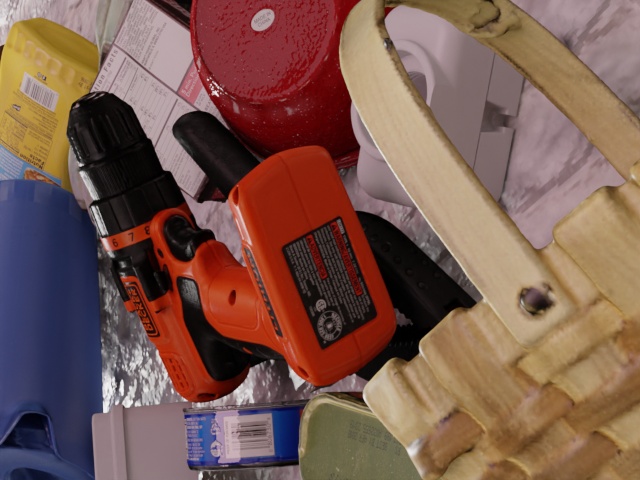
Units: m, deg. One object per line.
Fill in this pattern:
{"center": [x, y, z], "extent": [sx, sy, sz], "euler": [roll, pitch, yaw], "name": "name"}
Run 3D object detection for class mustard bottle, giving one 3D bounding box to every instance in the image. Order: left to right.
{"center": [-0.226, -0.072, 0.846], "extent": [0.096, 0.058, 0.192], "euler": [33, 118, 8], "name": "mustard bottle"}

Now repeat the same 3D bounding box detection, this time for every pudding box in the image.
{"center": [-0.088, -0.090, 0.671], "extent": [0.114, 0.039, 0.090], "euler": [38, 111, 22], "name": "pudding box"}

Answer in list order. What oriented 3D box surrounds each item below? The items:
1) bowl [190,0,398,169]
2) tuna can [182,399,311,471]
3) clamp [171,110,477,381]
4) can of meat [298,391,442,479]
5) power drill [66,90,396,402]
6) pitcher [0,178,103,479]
{"center": [-0.016, -0.117, 0.570], "extent": [0.162, 0.055, 0.162], "euler": [2, 94, 32], "name": "bowl"}
{"center": [-0.031, 0.105, 0.582], "extent": [0.086, 0.085, 0.034], "euler": [-14, 77, 49], "name": "tuna can"}
{"center": [0.001, 0.030, 0.570], "extent": [0.210, 0.036, 0.164], "euler": [25, 132, 39], "name": "clamp"}
{"center": [0.051, 0.099, 0.483], "extent": [0.102, 0.083, 0.057], "euler": [7, 92, 51], "name": "can of meat"}
{"center": [-0.054, 0.001, 0.538], "extent": [0.188, 0.057, 0.184], "euler": [-4, 113, 58], "name": "power drill"}
{"center": [-0.219, 0.084, 0.755], "extent": [0.149, 0.145, 0.243], "euler": [-17, 50, 13], "name": "pitcher"}
